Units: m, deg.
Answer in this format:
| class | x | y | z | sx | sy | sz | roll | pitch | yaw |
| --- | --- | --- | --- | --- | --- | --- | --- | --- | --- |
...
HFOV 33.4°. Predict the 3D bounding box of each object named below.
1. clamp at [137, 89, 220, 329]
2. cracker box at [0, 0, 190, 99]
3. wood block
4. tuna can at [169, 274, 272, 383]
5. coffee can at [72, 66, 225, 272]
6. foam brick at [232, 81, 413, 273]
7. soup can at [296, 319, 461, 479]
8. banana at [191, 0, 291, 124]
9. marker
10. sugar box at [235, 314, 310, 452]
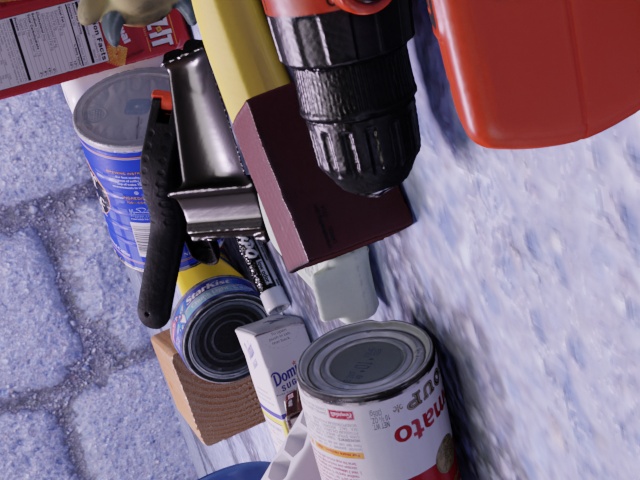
| class | x | y | z | sx | sy | sz | roll | pitch | yaw |
| --- | --- | --- | --- | --- | --- | --- | --- | --- | --- |
| clamp | -0.103 | -0.031 | 0.800 | 0.120 | 0.039 | 0.171 | -59 | -24 | -70 |
| cracker box | -0.226 | -0.166 | 0.834 | 0.164 | 0.213 | 0.072 | -138 | 32 | -63 |
| wood block | -0.103 | 0.127 | 1.048 | 0.206 | 0.090 | 0.091 | 180 | 69 | -76 |
| tuna can | -0.078 | 0.074 | 0.877 | 0.034 | 0.086 | 0.086 | -134 | 27 | -57 |
| coffee can | -0.137 | -0.056 | 0.882 | 0.140 | 0.102 | 0.103 | 82 | 162 | -44 |
| foam brick | -0.001 | -0.031 | 0.482 | 0.051 | 0.053 | 0.078 | 152 | 98 | -77 |
| soup can | 0.031 | 0.097 | 0.515 | 0.069 | 0.068 | 0.102 | -135 | 28 | -61 |
| banana | -0.031 | -0.084 | 0.563 | 0.198 | 0.037 | 0.070 | 67 | 160 | 13 |
| marker | -0.055 | 0.001 | 0.821 | 0.020 | 0.020 | 0.121 | 99 | 148 | -65 |
| sugar box | -0.012 | 0.145 | 0.810 | 0.093 | 0.048 | 0.176 | 176 | 78 | -77 |
